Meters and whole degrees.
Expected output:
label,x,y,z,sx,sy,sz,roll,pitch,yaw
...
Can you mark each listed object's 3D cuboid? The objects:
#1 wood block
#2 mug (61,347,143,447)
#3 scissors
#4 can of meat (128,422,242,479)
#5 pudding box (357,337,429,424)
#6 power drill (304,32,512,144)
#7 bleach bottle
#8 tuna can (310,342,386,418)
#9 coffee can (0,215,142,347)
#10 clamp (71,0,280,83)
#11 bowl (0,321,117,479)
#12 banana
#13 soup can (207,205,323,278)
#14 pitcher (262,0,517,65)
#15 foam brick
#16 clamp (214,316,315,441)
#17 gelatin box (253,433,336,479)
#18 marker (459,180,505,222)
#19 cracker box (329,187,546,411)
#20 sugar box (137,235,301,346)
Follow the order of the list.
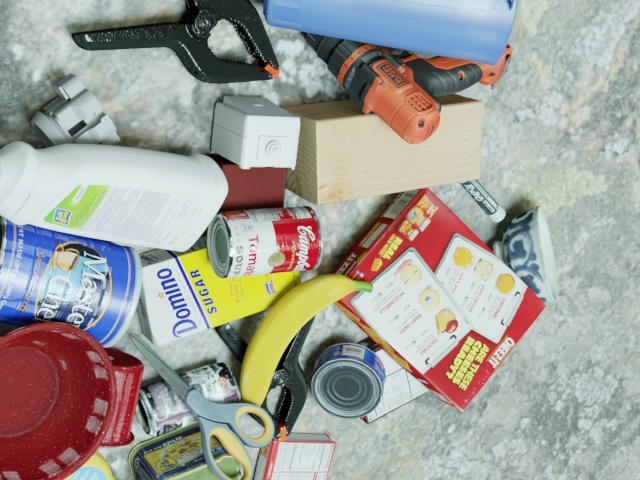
label,x,y,z,sx,sy,sz,roll,pitch,yaw
wood block,0.066,-0.105,1.162,0.205,0.090,0.091,-10,111,-26
mug,-0.237,0.153,1.079,0.117,0.093,0.081,11,96,-25
scissors,-0.117,0.163,1.126,0.096,0.016,0.202,-32,99,-34
can of meat,-0.146,0.250,1.163,0.102,0.084,0.057,-18,114,-24
pudding box,0.084,0.156,1.290,0.113,0.039,0.090,-23,115,-19
power drill,0.097,-0.195,1.131,0.187,0.184,0.057,-30,158,-33
bleach bottle,-0.209,-0.051,0.991,0.250,0.068,0.103,11,123,-48
tuna can,0.032,0.163,1.230,0.086,0.033,0.086,3,116,7
coffee can,-0.256,0.038,1.018,0.140,0.103,0.103,18,97,-32
clamp,-0.130,-0.209,1.046,0.209,0.036,0.164,39,85,-33
bowl,-0.273,0.148,0.991,0.161,0.055,0.162,-11,107,-38
banana,-0.032,0.100,1.150,0.069,0.037,0.198,43,98,-10
soup can,-0.057,0.001,1.088,0.102,0.069,0.068,-5,109,-25
pitcher,0.069,-0.251,1.040,0.242,0.145,0.149,6,144,-5
foam brick,-0.081,-0.060,1.115,0.078,0.053,0.051,-1,107,-29
clamp,-0.046,0.142,1.210,0.120,0.039,0.171,-18,115,-12
gelatin box,-0.031,0.267,1.266,0.089,0.030,0.073,8,101,-31
marker,0.184,-0.064,1.284,0.020,0.020,0.121,-51,123,-6
cracker box,0.129,0.065,1.233,0.213,0.072,0.164,43,81,-16
sugar box,-0.109,0.041,1.137,0.176,0.048,0.093,-20,114,-24
